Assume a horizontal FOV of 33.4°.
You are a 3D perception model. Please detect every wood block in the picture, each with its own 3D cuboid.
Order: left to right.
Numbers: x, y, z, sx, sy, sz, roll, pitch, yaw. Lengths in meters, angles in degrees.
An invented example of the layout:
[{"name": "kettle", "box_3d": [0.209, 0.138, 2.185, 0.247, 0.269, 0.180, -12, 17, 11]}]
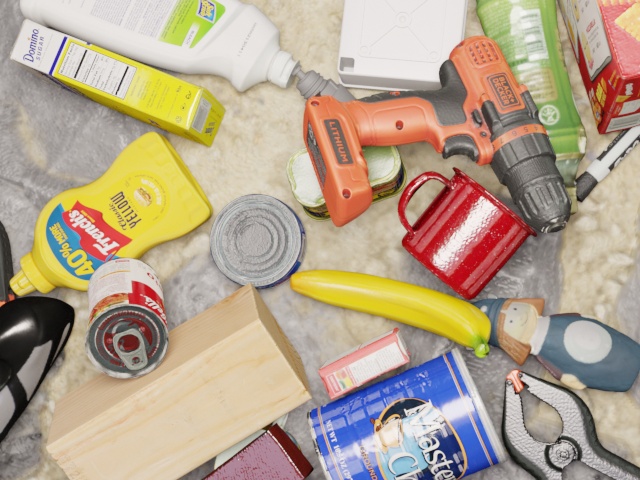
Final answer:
[{"name": "wood block", "box_3d": [-0.121, 0.138, 0.920, 0.206, 0.091, 0.090, -31, 109, 3]}]

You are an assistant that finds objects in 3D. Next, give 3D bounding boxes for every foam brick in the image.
[{"name": "foam brick", "box_3d": [-0.053, 0.195, 0.884, 0.078, 0.053, 0.051, -37, 83, 2]}]

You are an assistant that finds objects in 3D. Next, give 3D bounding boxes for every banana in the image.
[{"name": "banana", "box_3d": [0.070, 0.055, 0.924, 0.198, 0.069, 0.037, 16, 95, 30]}]

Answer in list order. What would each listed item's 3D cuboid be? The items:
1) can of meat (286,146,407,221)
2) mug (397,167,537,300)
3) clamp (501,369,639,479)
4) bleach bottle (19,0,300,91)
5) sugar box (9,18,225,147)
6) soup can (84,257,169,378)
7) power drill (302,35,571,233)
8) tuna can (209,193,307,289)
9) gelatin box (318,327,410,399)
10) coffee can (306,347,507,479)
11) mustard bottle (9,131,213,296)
[{"name": "can of meat", "box_3d": [0.023, -0.060, 0.935, 0.102, 0.084, 0.057, -19, 83, 4]}, {"name": "mug", "box_3d": [0.115, -0.010, 0.913, 0.117, 0.093, 0.081, 38, 95, -22]}, {"name": "clamp", "box_3d": [0.203, 0.193, 0.916, 0.120, 0.039, 0.171, -40, 76, -3]}, {"name": "bleach bottle", "box_3d": [-0.140, -0.197, 0.978, 0.251, 0.068, 0.102, 26, 89, 6]}, {"name": "sugar box", "box_3d": [-0.180, -0.139, 0.962, 0.176, 0.093, 0.048, 20, 87, 9]}, {"name": "soup can", "box_3d": [-0.166, 0.064, 0.913, 0.068, 0.102, 0.068, -4, 113, -10]}, {"name": "power drill", "box_3d": [0.091, -0.070, 0.854, 0.187, 0.057, 0.184, -14, 63, -13]}, {"name": "tuna can", "box_3d": [-0.056, 0.001, 0.964, 0.086, 0.033, 0.086, -1, 85, 6]}, {"name": "gelatin box", "box_3d": [0.039, 0.105, 0.916, 0.073, 0.089, 0.030, -26, 86, 4]}, {"name": "coffee can", "box_3d": [0.073, 0.164, 0.901, 0.140, 0.102, 0.103, -23, 83, 4]}, {"name": "mustard bottle", "box_3d": [-0.200, -0.010, 0.969, 0.191, 0.058, 0.096, -34, 93, 3]}]
